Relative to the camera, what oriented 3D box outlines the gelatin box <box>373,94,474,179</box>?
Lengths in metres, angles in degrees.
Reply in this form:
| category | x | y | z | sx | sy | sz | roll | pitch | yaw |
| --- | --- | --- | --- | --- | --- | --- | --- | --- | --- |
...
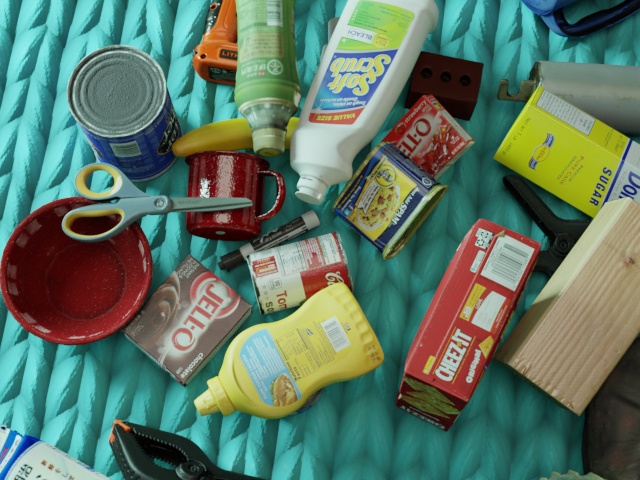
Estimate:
| category | x | y | z | sx | sy | sz | roll | pitch | yaw |
| --- | --- | --- | --- | --- | --- | --- | --- | --- | --- |
| gelatin box | 0.113 | -0.104 | 1.175 | 0.073 | 0.030 | 0.089 | 50 | 118 | 10 |

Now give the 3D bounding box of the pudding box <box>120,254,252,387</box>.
| category | x | y | z | sx | sy | sz | roll | pitch | yaw |
| --- | --- | --- | --- | --- | --- | --- | --- | --- | --- |
| pudding box | -0.141 | 0.086 | 1.139 | 0.090 | 0.039 | 0.113 | 38 | 77 | 10 |

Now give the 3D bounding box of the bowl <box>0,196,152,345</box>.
| category | x | y | z | sx | sy | sz | roll | pitch | yaw |
| --- | --- | --- | --- | --- | --- | --- | --- | --- | --- |
| bowl | -0.257 | 0.037 | 1.144 | 0.162 | 0.055 | 0.162 | 0 | 74 | 0 |

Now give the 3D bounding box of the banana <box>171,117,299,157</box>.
| category | x | y | z | sx | sy | sz | roll | pitch | yaw |
| --- | --- | --- | --- | --- | --- | --- | --- | --- | --- |
| banana | -0.064 | -0.113 | 1.183 | 0.197 | 0.069 | 0.037 | 2 | 118 | -3 |

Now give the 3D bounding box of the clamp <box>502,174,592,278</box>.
| category | x | y | z | sx | sy | sz | roll | pitch | yaw |
| --- | --- | --- | --- | --- | --- | --- | --- | --- | --- |
| clamp | 0.251 | 0.015 | 1.161 | 0.171 | 0.039 | 0.120 | 28 | 85 | 7 |

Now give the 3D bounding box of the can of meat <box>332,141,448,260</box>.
| category | x | y | z | sx | sy | sz | roll | pitch | yaw |
| --- | --- | --- | --- | --- | --- | --- | --- | --- | --- |
| can of meat | 0.073 | -0.044 | 1.153 | 0.084 | 0.057 | 0.102 | 41 | 108 | 13 |

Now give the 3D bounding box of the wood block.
| category | x | y | z | sx | sy | sz | roll | pitch | yaw |
| --- | --- | --- | --- | --- | --- | --- | --- | --- | --- |
| wood block | 0.280 | 0.067 | 1.096 | 0.091 | 0.090 | 0.206 | 37 | 88 | 1 |

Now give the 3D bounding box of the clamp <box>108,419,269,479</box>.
| category | x | y | z | sx | sy | sz | roll | pitch | yaw |
| --- | --- | --- | --- | --- | --- | --- | --- | --- | --- |
| clamp | -0.131 | 0.246 | 1.056 | 0.210 | 0.164 | 0.036 | 26 | 113 | 14 |

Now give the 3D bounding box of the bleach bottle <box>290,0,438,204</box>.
| category | x | y | z | sx | sy | sz | roll | pitch | yaw |
| --- | --- | --- | --- | --- | --- | --- | --- | --- | --- |
| bleach bottle | 0.039 | -0.153 | 1.147 | 0.103 | 0.068 | 0.250 | 18 | 74 | 12 |

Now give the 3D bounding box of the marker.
| category | x | y | z | sx | sy | sz | roll | pitch | yaw |
| --- | --- | --- | --- | --- | --- | --- | --- | --- | --- |
| marker | -0.058 | 0.001 | 1.173 | 0.121 | 0.020 | 0.020 | -27 | 76 | -7 |

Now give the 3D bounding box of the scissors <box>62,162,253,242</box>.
| category | x | y | z | sx | sy | sz | roll | pitch | yaw |
| --- | --- | --- | --- | --- | --- | --- | --- | --- | --- |
| scissors | -0.176 | -0.052 | 1.117 | 0.202 | 0.016 | 0.096 | -16 | 69 | 4 |

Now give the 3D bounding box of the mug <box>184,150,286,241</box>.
| category | x | y | z | sx | sy | sz | roll | pitch | yaw |
| --- | --- | --- | --- | --- | --- | --- | --- | --- | --- |
| mug | -0.091 | -0.046 | 1.147 | 0.117 | 0.093 | 0.081 | -2 | 78 | 21 |

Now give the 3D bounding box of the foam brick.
| category | x | y | z | sx | sy | sz | roll | pitch | yaw |
| --- | --- | --- | --- | --- | --- | --- | --- | --- | --- |
| foam brick | 0.139 | -0.175 | 1.206 | 0.078 | 0.051 | 0.053 | 11 | 74 | 3 |

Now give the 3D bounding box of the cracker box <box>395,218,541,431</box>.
| category | x | y | z | sx | sy | sz | roll | pitch | yaw |
| --- | --- | --- | --- | --- | --- | --- | --- | --- | --- |
| cracker box | 0.137 | 0.089 | 1.049 | 0.072 | 0.214 | 0.164 | 26 | 75 | 8 |

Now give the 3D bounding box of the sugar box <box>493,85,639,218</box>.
| category | x | y | z | sx | sy | sz | roll | pitch | yaw |
| --- | --- | --- | --- | --- | --- | --- | --- | --- | --- |
| sugar box | 0.285 | -0.082 | 1.149 | 0.176 | 0.093 | 0.048 | 32 | 51 | 5 |

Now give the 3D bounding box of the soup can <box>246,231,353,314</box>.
| category | x | y | z | sx | sy | sz | roll | pitch | yaw |
| --- | --- | --- | --- | --- | --- | --- | --- | --- | --- |
| soup can | -0.022 | 0.035 | 1.139 | 0.102 | 0.068 | 0.068 | -14 | 75 | -4 |

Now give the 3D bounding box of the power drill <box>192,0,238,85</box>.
| category | x | y | z | sx | sy | sz | roll | pitch | yaw |
| --- | --- | --- | --- | --- | --- | --- | --- | --- | --- |
| power drill | -0.066 | -0.269 | 1.232 | 0.184 | 0.057 | 0.187 | 8 | 73 | 2 |

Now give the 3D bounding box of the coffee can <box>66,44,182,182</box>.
| category | x | y | z | sx | sy | sz | roll | pitch | yaw |
| --- | --- | --- | --- | --- | --- | --- | --- | --- | --- |
| coffee can | -0.207 | -0.133 | 1.147 | 0.103 | 0.140 | 0.103 | 0 | 74 | 0 |

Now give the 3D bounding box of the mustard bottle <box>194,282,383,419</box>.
| category | x | y | z | sx | sy | sz | roll | pitch | yaw |
| --- | --- | --- | --- | --- | --- | --- | --- | --- | --- |
| mustard bottle | -0.039 | 0.126 | 1.081 | 0.191 | 0.058 | 0.096 | -27 | 81 | -8 |
